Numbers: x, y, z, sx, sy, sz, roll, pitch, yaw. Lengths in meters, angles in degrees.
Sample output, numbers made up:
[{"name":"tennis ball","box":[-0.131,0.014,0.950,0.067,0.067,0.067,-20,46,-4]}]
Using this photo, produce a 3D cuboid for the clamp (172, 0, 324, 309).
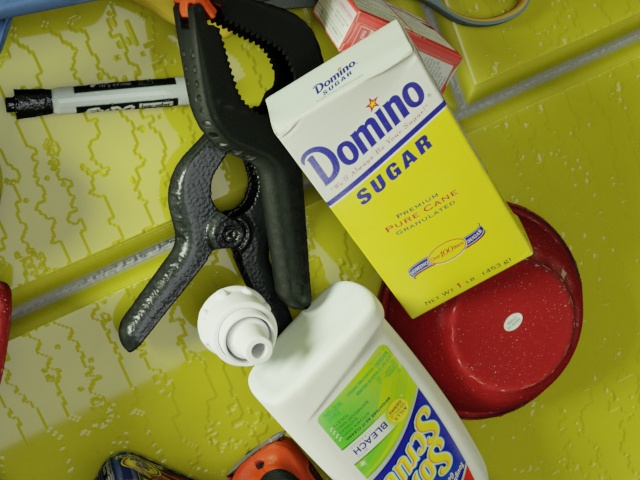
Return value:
[{"name":"clamp","box":[-0.012,-0.081,0.665,0.164,0.036,0.210,-46,123,-20]}]

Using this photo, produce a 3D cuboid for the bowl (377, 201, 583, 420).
[{"name":"bowl","box":[0.123,0.054,0.744,0.162,0.055,0.162,-2,98,-15]}]

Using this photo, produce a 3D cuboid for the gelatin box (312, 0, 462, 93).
[{"name":"gelatin box","box":[0.039,-0.128,0.665,0.073,0.089,0.030,20,111,-22]}]

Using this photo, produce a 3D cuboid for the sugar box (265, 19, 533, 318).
[{"name":"sugar box","box":[0.052,-0.037,0.649,0.093,0.048,0.176,-30,129,11]}]

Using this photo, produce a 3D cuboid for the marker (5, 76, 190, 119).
[{"name":"marker","box":[-0.136,-0.090,0.671,0.121,0.020,0.020,-7,99,-14]}]

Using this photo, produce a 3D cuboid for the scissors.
[{"name":"scissors","box":[0.049,-0.189,0.711,0.201,0.016,0.096,4,95,-16]}]

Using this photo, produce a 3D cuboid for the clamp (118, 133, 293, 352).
[{"name":"clamp","box":[-0.055,0.001,0.698,0.120,0.039,0.171,14,96,-28]}]

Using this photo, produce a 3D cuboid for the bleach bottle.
[{"name":"bleach bottle","box":[0.065,0.146,0.728,0.102,0.068,0.250,-46,116,-8]}]
